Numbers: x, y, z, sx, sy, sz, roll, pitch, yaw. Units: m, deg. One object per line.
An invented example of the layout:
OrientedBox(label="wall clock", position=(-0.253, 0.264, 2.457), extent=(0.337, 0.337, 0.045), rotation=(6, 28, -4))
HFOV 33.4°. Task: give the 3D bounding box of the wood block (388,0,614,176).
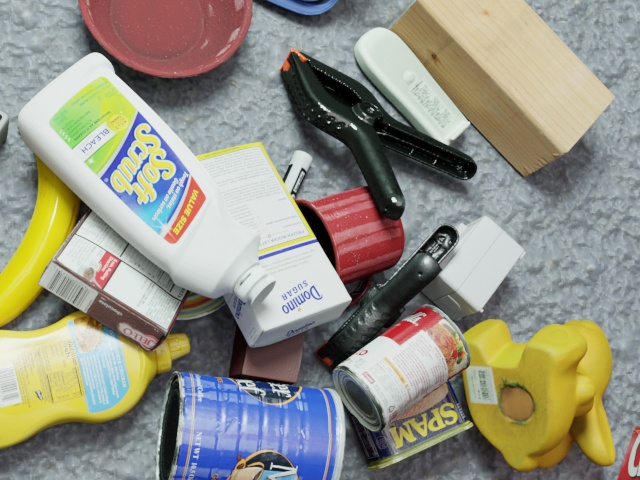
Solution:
OrientedBox(label="wood block", position=(0.178, -0.175, 1.069), extent=(0.206, 0.091, 0.090), rotation=(45, 69, -4))

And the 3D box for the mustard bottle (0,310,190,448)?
OrientedBox(label="mustard bottle", position=(-0.203, 0.108, 0.896), extent=(0.191, 0.058, 0.096), rotation=(-12, 82, -20))

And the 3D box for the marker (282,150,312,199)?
OrientedBox(label="marker", position=(-0.039, -0.029, 1.002), extent=(0.020, 0.020, 0.121), rotation=(28, 71, -10))

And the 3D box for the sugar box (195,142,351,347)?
OrientedBox(label="sugar box", position=(-0.056, 0.001, 0.933), extent=(0.093, 0.048, 0.176), rotation=(-17, 69, -30))

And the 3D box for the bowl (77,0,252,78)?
OrientedBox(label="bowl", position=(-0.147, -0.218, 0.992), extent=(0.162, 0.055, 0.162), rotation=(4, 76, -17))

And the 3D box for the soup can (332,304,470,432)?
OrientedBox(label="soup can", position=(0.070, 0.110, 0.921), extent=(0.102, 0.069, 0.068), rotation=(-33, 89, -22))

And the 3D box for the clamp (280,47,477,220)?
OrientedBox(label="clamp", position=(0.038, -0.103, 1.000), extent=(0.210, 0.036, 0.164), rotation=(39, 33, 8))

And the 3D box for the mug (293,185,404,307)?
OrientedBox(label="mug", position=(0.024, 0.008, 0.983), extent=(0.081, 0.093, 0.117), rotation=(-18, 117, -30))

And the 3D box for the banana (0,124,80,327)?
OrientedBox(label="banana", position=(-0.247, -0.009, 0.924), extent=(0.070, 0.037, 0.198), rotation=(5, 71, 13))

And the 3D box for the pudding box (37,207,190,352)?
OrientedBox(label="pudding box", position=(-0.165, 0.028, 0.898), extent=(0.113, 0.039, 0.090), rotation=(34, 40, -9))

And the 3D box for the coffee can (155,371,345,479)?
OrientedBox(label="coffee can", position=(-0.061, 0.169, 0.904), extent=(0.140, 0.103, 0.103), rotation=(9, 75, -16))

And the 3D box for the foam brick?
OrientedBox(label="foam brick", position=(-0.046, 0.089, 0.955), extent=(0.053, 0.051, 0.078), rotation=(13, 74, -16))

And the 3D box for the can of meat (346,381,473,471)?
OrientedBox(label="can of meat", position=(0.076, 0.152, 0.978), extent=(0.102, 0.058, 0.084), rotation=(-20, 81, -22))

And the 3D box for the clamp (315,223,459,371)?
OrientedBox(label="clamp", position=(0.057, 0.056, 0.947), extent=(0.039, 0.120, 0.171), rotation=(43, 103, 8))

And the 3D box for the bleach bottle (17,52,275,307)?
OrientedBox(label="bleach bottle", position=(-0.131, -0.042, 0.883), extent=(0.251, 0.068, 0.102), rotation=(41, 69, 14))
